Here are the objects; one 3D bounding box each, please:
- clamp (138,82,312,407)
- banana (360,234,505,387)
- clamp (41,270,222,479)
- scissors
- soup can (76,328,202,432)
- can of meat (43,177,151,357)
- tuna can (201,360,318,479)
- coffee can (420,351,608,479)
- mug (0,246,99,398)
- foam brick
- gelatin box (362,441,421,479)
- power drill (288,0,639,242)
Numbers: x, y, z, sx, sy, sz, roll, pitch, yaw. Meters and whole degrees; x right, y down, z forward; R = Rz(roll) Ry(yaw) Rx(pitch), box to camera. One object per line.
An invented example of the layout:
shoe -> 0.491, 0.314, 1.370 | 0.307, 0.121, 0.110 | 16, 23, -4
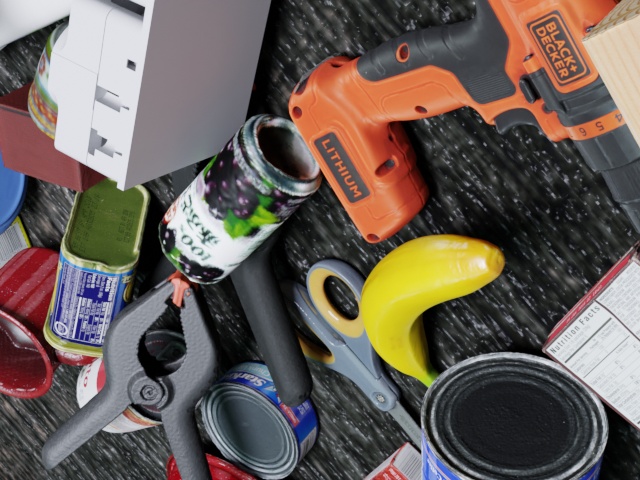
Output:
clamp -> -0.055, 0.001, 0.698 | 0.165, 0.036, 0.210 | 34, 130, 29
banana -> 0.057, 0.036, 0.612 | 0.069, 0.037, 0.198 | 18, 156, 7
clamp -> -0.105, 0.104, 0.720 | 0.120, 0.039, 0.172 | 23, 108, -12
scissors -> 0.045, 0.087, 0.705 | 0.202, 0.016, 0.096 | 40, 135, 8
soup can -> -0.137, 0.108, 0.803 | 0.068, 0.068, 0.102 | 55, 147, -7
can of meat -> -0.155, 0.015, 0.748 | 0.057, 0.102, 0.084 | 12, 129, -10
tuna can -> -0.044, 0.132, 0.788 | 0.086, 0.033, 0.086 | 19, 128, 26
coffee can -> 0.109, 0.151, 0.630 | 0.103, 0.102, 0.140 | 19, 134, 26
mug -> -0.210, 0.061, 0.805 | 0.117, 0.081, 0.093 | 13, 131, 19
foam brick -> -0.178, -0.074, 0.738 | 0.078, 0.052, 0.051 | 18, 127, 28
gelatin box -> 0.069, 0.195, 0.749 | 0.089, 0.030, 0.073 | 44, 135, 5
power drill -> 0.087, -0.060, 0.553 | 0.188, 0.057, 0.184 | -21, 105, 41
